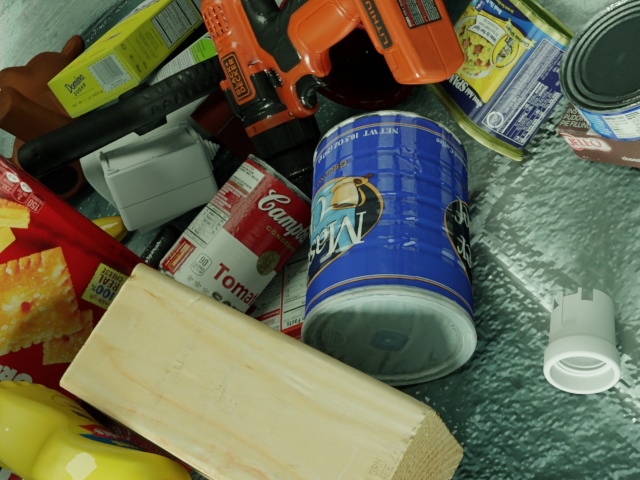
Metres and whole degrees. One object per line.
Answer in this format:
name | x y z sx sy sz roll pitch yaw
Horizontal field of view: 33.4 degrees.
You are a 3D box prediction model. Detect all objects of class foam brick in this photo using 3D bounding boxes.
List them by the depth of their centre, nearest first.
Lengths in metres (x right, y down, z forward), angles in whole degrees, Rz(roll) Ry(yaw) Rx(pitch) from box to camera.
foam brick | -0.057 -0.109 0.883 0.078 0.051 0.053 -48 41 1

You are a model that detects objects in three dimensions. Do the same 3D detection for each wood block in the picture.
wood block | -0.034 0.103 0.617 0.206 0.090 0.090 24 74 29

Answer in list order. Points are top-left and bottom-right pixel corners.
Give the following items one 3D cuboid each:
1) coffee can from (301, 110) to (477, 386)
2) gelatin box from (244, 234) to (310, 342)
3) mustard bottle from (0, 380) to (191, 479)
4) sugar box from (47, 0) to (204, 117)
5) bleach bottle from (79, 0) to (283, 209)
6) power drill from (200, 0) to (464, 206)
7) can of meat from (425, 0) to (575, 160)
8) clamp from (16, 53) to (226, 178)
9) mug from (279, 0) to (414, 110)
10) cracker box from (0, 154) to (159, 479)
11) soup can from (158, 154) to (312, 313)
coffee can | 0.043 0.005 0.664 0.103 0.102 0.140 -21 47 29
gelatin box | -0.016 0.037 0.749 0.073 0.030 0.089 -22 46 26
mustard bottle | -0.128 0.139 0.627 0.192 0.096 0.058 15 71 48
sugar box | -0.171 -0.188 1.005 0.093 0.048 0.176 -18 28 34
bleach bottle | -0.099 -0.136 0.934 0.251 0.068 0.103 -39 36 8
power drill | 0.006 -0.116 0.734 0.188 0.184 0.057 -19 7 47
can of meat | 0.121 -0.117 0.707 0.084 0.057 0.102 -55 36 21
clamp | -0.142 -0.099 0.822 0.210 0.036 0.164 -27 10 -4
mug | 0.025 -0.163 0.815 0.117 0.093 0.081 14 58 7
cracker box | -0.235 0.063 0.732 0.072 0.164 0.213 18 71 50
soup can | -0.055 0.001 0.733 0.102 0.068 0.069 -51 40 -4
